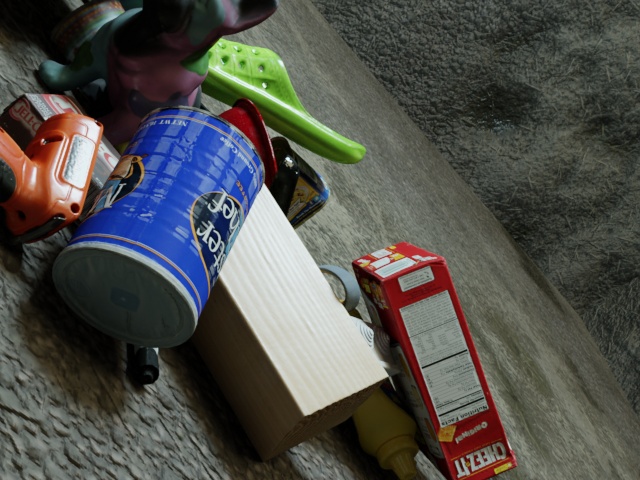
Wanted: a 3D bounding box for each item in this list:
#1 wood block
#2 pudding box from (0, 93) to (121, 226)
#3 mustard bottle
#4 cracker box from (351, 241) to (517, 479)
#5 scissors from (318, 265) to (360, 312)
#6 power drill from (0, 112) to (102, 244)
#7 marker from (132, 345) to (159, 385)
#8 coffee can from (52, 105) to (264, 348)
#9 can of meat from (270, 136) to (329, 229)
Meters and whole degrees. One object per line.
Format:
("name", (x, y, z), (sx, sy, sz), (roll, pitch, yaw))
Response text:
("wood block", (-0.050, 0.057, 0.857), (0.090, 0.090, 0.206), (-21, 69, -36))
("pudding box", (-0.196, -0.066, 0.859), (0.113, 0.039, 0.090), (53, 13, 1))
("mustard bottle", (0.048, 0.153, 1.060), (0.192, 0.058, 0.096), (63, 4, 35))
("cracker box", (0.108, 0.115, 1.043), (0.164, 0.072, 0.214), (-151, -139, -81))
("scissors", (-0.022, 0.069, 0.924), (0.016, 0.202, 0.096), (-17, 88, -33))
("power drill", (-0.232, -0.099, 0.705), (0.187, 0.057, 0.184), (41, 41, -36))
("marker", (-0.129, 0.065, 0.791), (0.020, 0.020, 0.121), (44, 16, -29))
("coffee can", (-0.110, -0.010, 0.748), (0.102, 0.103, 0.140), (45, 47, -26))
("can of meat", (-0.051, -0.052, 1.167), (0.083, 0.102, 0.057), (40, 18, -46))
